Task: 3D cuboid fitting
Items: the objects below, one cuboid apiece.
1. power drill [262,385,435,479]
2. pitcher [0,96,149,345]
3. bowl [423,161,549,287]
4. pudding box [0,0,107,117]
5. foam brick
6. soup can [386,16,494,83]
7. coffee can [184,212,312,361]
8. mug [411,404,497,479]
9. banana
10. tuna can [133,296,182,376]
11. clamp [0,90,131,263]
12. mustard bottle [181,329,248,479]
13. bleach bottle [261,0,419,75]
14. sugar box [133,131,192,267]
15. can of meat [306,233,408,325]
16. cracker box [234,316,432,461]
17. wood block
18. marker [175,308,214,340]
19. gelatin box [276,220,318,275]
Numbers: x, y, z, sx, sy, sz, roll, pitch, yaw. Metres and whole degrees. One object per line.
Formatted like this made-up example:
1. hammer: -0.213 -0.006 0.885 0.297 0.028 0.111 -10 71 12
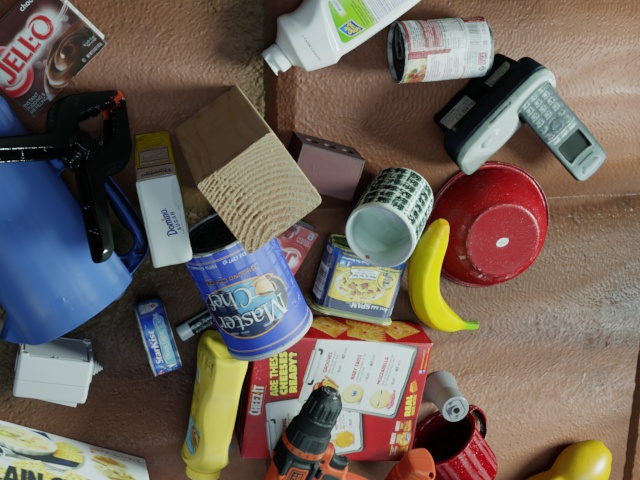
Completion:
1. power drill: 0.036 0.262 1.253 0.187 0.057 0.185 19 116 -18
2. pitcher: -0.301 -0.028 1.100 0.145 0.149 0.243 -18 109 35
3. bowl: 0.207 -0.009 1.271 0.162 0.055 0.162 -4 111 -11
4. pudding box: -0.289 -0.197 1.092 0.113 0.039 0.090 -44 113 5
5. foam brick: 0.003 -0.083 1.196 0.078 0.053 0.051 14 106 -18
6. soup can: 0.131 -0.210 1.171 0.102 0.068 0.068 -6 111 -12
7. coffee can: -0.081 0.046 1.165 0.103 0.103 0.140 -25 114 -3
8. mug: 0.178 0.264 1.355 0.081 0.093 0.117 54 55 -28
9. banana: 0.135 0.051 1.265 0.069 0.037 0.197 -28 136 -5
10. tuna can: -0.184 0.108 1.205 0.033 0.086 0.086 -17 113 -9
11. clamp: -0.236 -0.079 1.062 0.164 0.209 0.036 45 127 -11
12. mustard bottle: -0.127 0.208 1.249 0.058 0.096 0.192 6 108 -16
13. bleach bottle: 0.040 -0.269 1.132 0.251 0.068 0.102 -37 114 4
14. sugar box: -0.164 -0.047 1.102 0.048 0.176 0.093 -12 112 -9
15. can of meat: 0.045 0.045 1.252 0.102 0.057 0.084 12 104 -18
16. cracker box: 0.013 0.177 1.285 0.213 0.072 0.164 4 109 -14
17. wood block: -0.079 -0.078 1.094 0.090 0.206 0.090 -36 114 1
18. marker: -0.113 0.079 1.247 0.121 0.020 0.020 -31 114 -1
19. gelatin box: -0.058 0.002 1.225 0.089 0.030 0.073 27 103 -20
